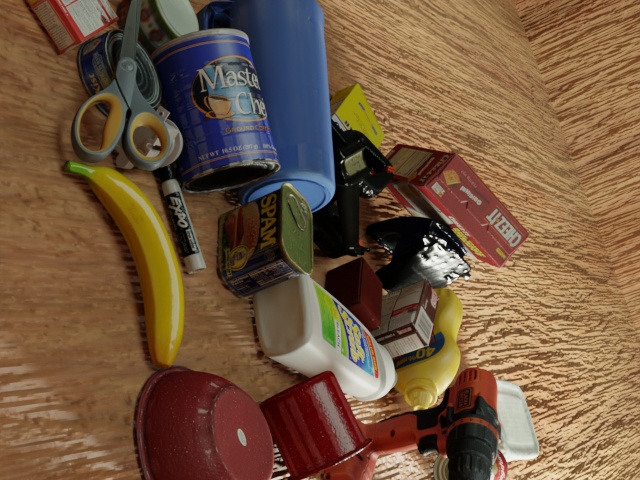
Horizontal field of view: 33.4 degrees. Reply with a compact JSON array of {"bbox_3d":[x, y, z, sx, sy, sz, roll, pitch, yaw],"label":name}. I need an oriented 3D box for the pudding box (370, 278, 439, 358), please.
[{"bbox_3d":[0.095,0.102,1.326,0.039,0.090,0.113,58,26,-16],"label":"pudding box"}]

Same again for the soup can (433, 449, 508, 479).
[{"bbox_3d":[0.196,0.300,1.392,0.102,0.069,0.068,16,55,-60],"label":"soup can"}]

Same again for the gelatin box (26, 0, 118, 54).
[{"bbox_3d":[-0.233,-0.221,0.993,0.073,0.030,0.089,59,25,-16],"label":"gelatin box"}]

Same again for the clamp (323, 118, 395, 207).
[{"bbox_3d":[0.030,-0.113,1.354,0.209,0.036,0.164,4,66,-59],"label":"clamp"}]

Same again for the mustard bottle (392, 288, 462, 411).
[{"bbox_3d":[0.131,0.145,1.355,0.058,0.096,0.191,54,27,-28],"label":"mustard bottle"}]

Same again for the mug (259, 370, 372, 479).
[{"bbox_3d":[-0.009,0.181,1.055,0.081,0.093,0.117,64,-7,5],"label":"mug"}]

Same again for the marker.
[{"bbox_3d":[-0.137,-0.027,1.036,0.020,0.020,0.121,2,68,-64],"label":"marker"}]

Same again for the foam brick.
[{"bbox_3d":[0.039,0.070,1.283,0.051,0.053,0.078,51,29,-32],"label":"foam brick"}]

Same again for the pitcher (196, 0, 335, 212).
[{"bbox_3d":[-0.057,-0.154,1.200,0.145,0.149,0.243,86,-3,-65],"label":"pitcher"}]

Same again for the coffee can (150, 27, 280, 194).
[{"bbox_3d":[-0.106,-0.129,1.076,0.102,0.103,0.140,2,72,-64],"label":"coffee can"}]

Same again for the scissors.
[{"bbox_3d":[-0.163,-0.141,0.974,0.096,0.016,0.201,28,53,-12],"label":"scissors"}]

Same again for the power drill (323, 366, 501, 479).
[{"bbox_3d":[0.098,0.219,1.108,0.057,0.188,0.184,60,23,-19],"label":"power drill"}]

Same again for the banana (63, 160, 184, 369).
[{"bbox_3d":[-0.159,0.014,0.940,0.069,0.037,0.198,-26,90,-37],"label":"banana"}]

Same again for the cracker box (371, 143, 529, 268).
[{"bbox_3d":[0.179,-0.055,1.500,0.164,0.072,0.214,45,-6,-18],"label":"cracker box"}]

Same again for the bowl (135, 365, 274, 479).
[{"bbox_3d":[-0.087,0.177,0.918,0.162,0.055,0.162,46,32,-39],"label":"bowl"}]

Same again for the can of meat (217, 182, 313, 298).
[{"bbox_3d":[-0.057,0.001,1.100,0.057,0.084,0.102,44,33,-41],"label":"can of meat"}]

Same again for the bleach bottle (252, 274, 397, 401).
[{"bbox_3d":[0.019,0.115,1.191,0.250,0.068,0.102,36,39,-54],"label":"bleach bottle"}]

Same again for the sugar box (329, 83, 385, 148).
[{"bbox_3d":[0.037,-0.145,1.476,0.093,0.048,0.176,60,24,-17],"label":"sugar box"}]

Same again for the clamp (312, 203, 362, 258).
[{"bbox_3d":[-0.008,-0.037,1.298,0.171,0.039,0.120,34,44,-52],"label":"clamp"}]

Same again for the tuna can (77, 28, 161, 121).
[{"bbox_3d":[-0.191,-0.158,1.021,0.086,0.034,0.086,46,31,-40],"label":"tuna can"}]
